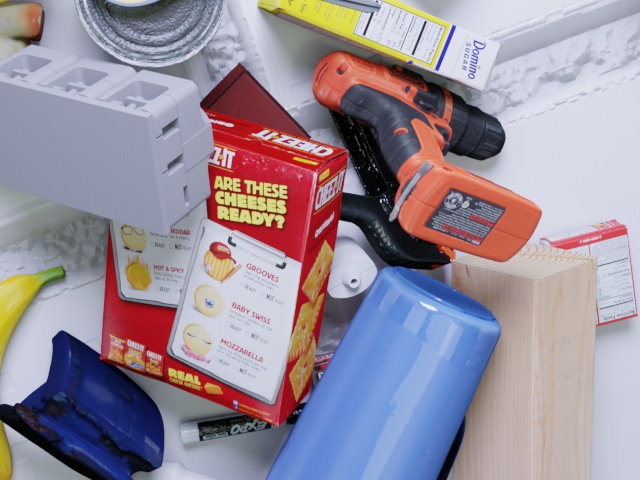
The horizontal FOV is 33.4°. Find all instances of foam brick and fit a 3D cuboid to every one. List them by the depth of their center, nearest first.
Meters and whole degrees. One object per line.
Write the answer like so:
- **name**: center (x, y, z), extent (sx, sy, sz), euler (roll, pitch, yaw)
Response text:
- **foam brick**: center (-0.053, -0.095, 0.853), extent (0.051, 0.053, 0.078), euler (-44, 108, 3)

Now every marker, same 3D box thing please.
- **marker**: center (-0.063, 0.160, 0.937), extent (0.121, 0.020, 0.020), euler (-8, 106, -8)

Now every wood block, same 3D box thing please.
- **wood block**: center (0.174, 0.114, 0.916), extent (0.090, 0.091, 0.206), euler (-15, 109, -39)

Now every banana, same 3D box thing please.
- **banana**: center (-0.267, 0.109, 0.877), extent (0.069, 0.037, 0.198), euler (15, 101, -13)

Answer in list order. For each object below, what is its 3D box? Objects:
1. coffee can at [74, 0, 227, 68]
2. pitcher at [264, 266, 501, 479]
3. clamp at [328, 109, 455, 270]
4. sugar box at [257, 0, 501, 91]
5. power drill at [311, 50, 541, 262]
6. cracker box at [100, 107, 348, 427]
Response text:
- **coffee can**: center (-0.124, -0.183, 0.771), extent (0.102, 0.140, 0.103), euler (-3, 105, -10)
- **pitcher**: center (0.054, 0.151, 0.865), extent (0.145, 0.149, 0.243), euler (26, 99, 4)
- **clamp**: center (0.050, -0.041, 0.882), extent (0.171, 0.039, 0.120), euler (35, 60, -32)
- **sugar box**: center (0.044, -0.169, 0.830), extent (0.176, 0.093, 0.048), euler (16, 101, -15)
- **power drill**: center (0.093, -0.064, 0.810), extent (0.184, 0.188, 0.057), euler (15, 119, -29)
- **cracker box**: center (-0.077, 0.015, 0.817), extent (0.164, 0.072, 0.214), euler (18, 116, 18)
